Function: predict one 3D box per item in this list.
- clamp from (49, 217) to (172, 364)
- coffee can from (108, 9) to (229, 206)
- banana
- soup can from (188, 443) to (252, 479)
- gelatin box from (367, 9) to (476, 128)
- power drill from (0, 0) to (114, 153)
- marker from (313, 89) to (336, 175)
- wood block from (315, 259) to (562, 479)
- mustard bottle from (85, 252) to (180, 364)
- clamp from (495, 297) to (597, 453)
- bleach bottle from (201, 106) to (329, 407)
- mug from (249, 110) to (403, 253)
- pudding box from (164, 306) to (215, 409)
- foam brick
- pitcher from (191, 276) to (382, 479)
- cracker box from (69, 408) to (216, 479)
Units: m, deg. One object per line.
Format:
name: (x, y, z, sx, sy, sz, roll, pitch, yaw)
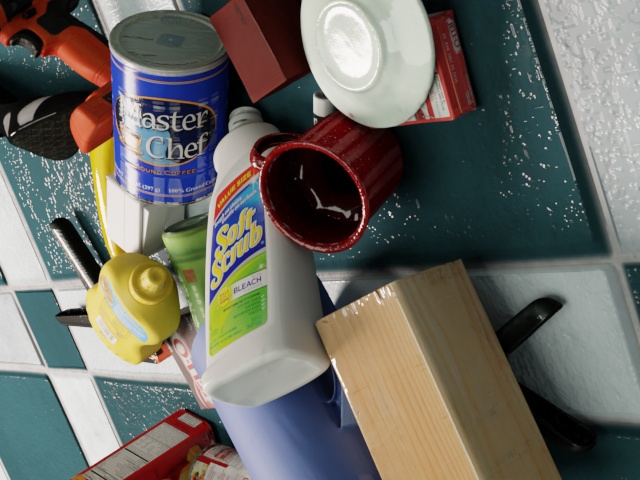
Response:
clamp: (-0.251, 0.073, 1.257, 0.210, 0.036, 0.164, 28, 133, 33)
coffee can: (-0.132, -0.116, 0.937, 0.103, 0.102, 0.140, 35, 137, 30)
banana: (-0.220, -0.062, 1.116, 0.069, 0.037, 0.198, -103, 12, -45)
soup can: (-0.087, 0.268, 1.174, 0.102, 0.068, 0.068, 7, 119, 46)
gelatin box: (0.065, -0.122, 0.766, 0.089, 0.030, 0.073, 0, 113, 50)
power drill: (-0.255, -0.171, 0.993, 0.187, 0.184, 0.057, 45, 142, 4)
marker: (0.003, -0.067, 0.883, 0.020, 0.020, 0.121, 30, 134, 34)
wood block: (0.091, 0.130, 0.783, 0.091, 0.090, 0.206, -30, 80, 41)
mustard bottle: (-0.185, 0.062, 1.073, 0.096, 0.058, 0.192, 55, 153, 4)
clamp: (0.137, 0.113, 0.831, 0.172, 0.039, 0.120, -18, 89, 52)
bleach bottle: (-0.056, 0.001, 0.871, 0.103, 0.068, 0.251, -31, 52, 31)
mug: (0.002, -0.054, 0.822, 0.117, 0.081, 0.093, 21, 128, 19)
pudding box: (-0.120, 0.123, 1.137, 0.090, 0.039, 0.113, -20, 98, 54)
foam brick: (-0.040, -0.159, 0.844, 0.053, 0.051, 0.078, -21, 97, 52)
pitcher: (-0.008, 0.152, 0.885, 0.149, 0.145, 0.243, 54, -176, -48)
cracker box: (-0.203, 0.320, 1.221, 0.072, 0.213, 0.164, 15, 124, 44)
